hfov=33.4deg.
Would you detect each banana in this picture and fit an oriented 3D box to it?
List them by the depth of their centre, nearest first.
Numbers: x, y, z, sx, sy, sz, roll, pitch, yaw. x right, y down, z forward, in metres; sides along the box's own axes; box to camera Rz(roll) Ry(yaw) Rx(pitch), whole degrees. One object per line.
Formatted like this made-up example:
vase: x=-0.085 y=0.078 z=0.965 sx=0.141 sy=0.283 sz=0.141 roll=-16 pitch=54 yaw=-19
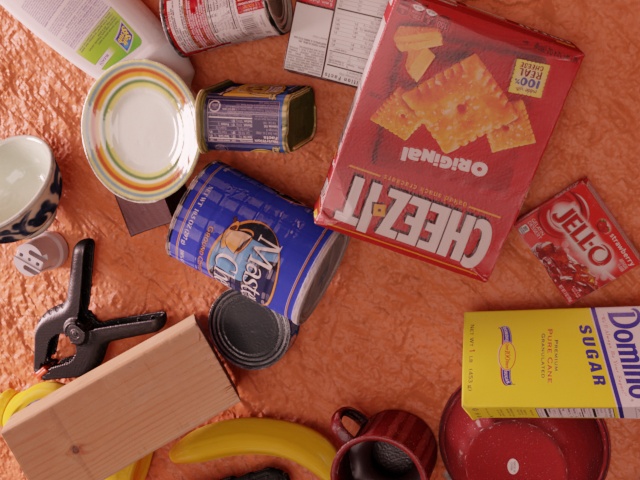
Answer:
banana: x=-0.056 y=0.209 z=1.064 sx=0.198 sy=0.069 sz=0.037 roll=9 pitch=146 yaw=22

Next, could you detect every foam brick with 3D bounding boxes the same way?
foam brick: x=-0.167 y=-0.051 z=1.036 sx=0.051 sy=0.053 sz=0.078 roll=-17 pitch=98 yaw=21

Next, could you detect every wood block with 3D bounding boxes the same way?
wood block: x=-0.190 y=0.162 z=1.034 sx=0.206 sy=0.090 sz=0.091 roll=-29 pitch=95 yaw=-6

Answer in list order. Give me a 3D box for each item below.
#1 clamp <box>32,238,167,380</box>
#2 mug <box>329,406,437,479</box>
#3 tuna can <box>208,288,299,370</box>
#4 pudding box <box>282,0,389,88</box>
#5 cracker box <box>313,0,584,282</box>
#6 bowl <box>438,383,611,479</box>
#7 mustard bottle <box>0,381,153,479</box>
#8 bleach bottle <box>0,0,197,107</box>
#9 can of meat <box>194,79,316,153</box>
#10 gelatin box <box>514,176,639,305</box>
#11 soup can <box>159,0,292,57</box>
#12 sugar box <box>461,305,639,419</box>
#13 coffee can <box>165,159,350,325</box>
clamp: x=-0.236 y=0.093 z=1.104 sx=0.120 sy=0.039 sz=0.172 roll=40 pitch=118 yaw=10
mug: x=0.056 y=0.204 z=1.013 sx=0.117 sy=0.081 sz=0.093 roll=42 pitch=112 yaw=4
tuna can: x=-0.065 y=0.081 z=1.047 sx=0.086 sy=0.033 sz=0.086 roll=4 pitch=105 yaw=17
pudding box: x=0.022 y=-0.196 z=0.946 sx=0.090 sy=0.039 sz=0.113 roll=16 pitch=111 yaw=11
cracker box: x=0.104 y=-0.091 z=0.910 sx=0.164 sy=0.072 sz=0.214 roll=19 pitch=109 yaw=-3
bowl: x=0.184 y=0.199 z=0.985 sx=0.162 sy=0.055 sz=0.162 roll=4 pitch=105 yaw=17
mustard bottle: x=-0.273 y=0.203 z=1.133 sx=0.192 sy=0.058 sz=0.096 roll=20 pitch=107 yaw=13
bleach bottle: x=-0.213 y=-0.200 z=1.010 sx=0.251 sy=0.068 sz=0.103 roll=45 pitch=115 yaw=0
can of meat: x=-0.056 y=-0.111 z=0.960 sx=0.084 sy=0.102 sz=0.057 roll=4 pitch=106 yaw=14
gelatin box: x=0.225 y=0.000 z=0.934 sx=0.073 sy=0.030 sz=0.089 roll=-34 pitch=92 yaw=22
soup can: x=-0.084 y=-0.208 z=0.961 sx=0.102 sy=0.068 sz=0.068 roll=-9 pitch=101 yaw=19
sugar box: x=0.215 y=0.107 z=0.935 sx=0.176 sy=0.048 sz=0.093 roll=-5 pitch=65 yaw=20
coffee can: x=-0.056 y=0.001 z=0.987 sx=0.140 sy=0.102 sz=0.103 roll=27 pitch=110 yaw=10
